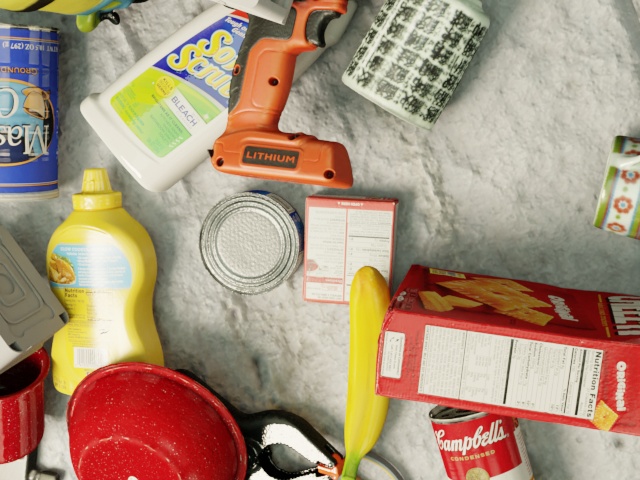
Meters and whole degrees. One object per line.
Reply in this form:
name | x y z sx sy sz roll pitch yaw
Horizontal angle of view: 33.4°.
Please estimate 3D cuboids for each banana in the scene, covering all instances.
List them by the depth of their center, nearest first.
banana | 0.039 0.098 0.852 0.037 0.069 0.198 3 116 4

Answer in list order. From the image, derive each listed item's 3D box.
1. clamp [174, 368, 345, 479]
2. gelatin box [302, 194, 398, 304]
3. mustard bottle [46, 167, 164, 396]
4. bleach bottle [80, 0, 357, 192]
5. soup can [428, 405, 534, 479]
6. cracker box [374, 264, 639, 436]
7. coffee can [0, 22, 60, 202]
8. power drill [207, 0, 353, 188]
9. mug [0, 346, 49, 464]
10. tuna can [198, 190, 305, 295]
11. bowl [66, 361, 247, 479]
clamp | -0.063 0.169 0.907 0.172 0.039 0.120 -2 102 17
gelatin box | 0.025 0.008 0.873 0.073 0.030 0.089 4 99 10
mustard bottle | -0.185 0.035 0.905 0.096 0.058 0.191 1 98 22
bleach bottle | -0.068 -0.153 0.855 0.251 0.068 0.102 -40 87 11
soup can | 0.132 0.178 0.853 0.068 0.068 0.102 -15 95 13
cracker box | 0.158 0.075 0.785 0.214 0.164 0.072 7 101 11
coffee can | -0.268 -0.106 0.881 0.103 0.102 0.140 4 98 11
power drill | -0.004 -0.134 0.777 0.185 0.057 0.187 6 89 21
mug | -0.286 0.132 0.925 0.117 0.093 0.081 43 137 43
tuna can | -0.056 0.001 0.886 0.086 0.033 0.086 2 98 12
bowl | -0.144 0.180 0.870 0.162 0.055 0.162 7 120 13
